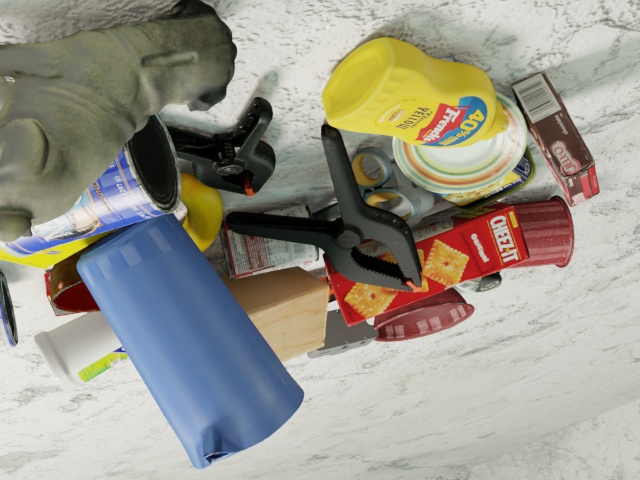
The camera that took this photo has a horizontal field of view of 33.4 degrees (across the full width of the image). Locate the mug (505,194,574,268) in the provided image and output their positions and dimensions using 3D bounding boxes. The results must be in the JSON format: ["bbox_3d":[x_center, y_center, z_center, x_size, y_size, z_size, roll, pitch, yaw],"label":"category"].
[{"bbox_3d":[0.261,-0.011,1.354,0.081,0.093,0.117,-5,-165,-11],"label":"mug"}]

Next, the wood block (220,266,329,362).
[{"bbox_3d":[-0.099,0.098,1.228,0.205,0.091,0.090,-18,123,-38],"label":"wood block"}]

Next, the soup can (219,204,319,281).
[{"bbox_3d":[-0.058,0.001,1.184,0.102,0.068,0.068,-12,160,-6],"label":"soup can"}]

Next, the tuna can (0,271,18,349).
[{"bbox_3d":[-0.355,0.077,1.162,0.033,0.086,0.086,-12,160,-11],"label":"tuna can"}]

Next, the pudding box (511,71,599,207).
[{"bbox_3d":[0.232,-0.098,1.049,0.039,0.113,0.090,-25,158,8],"label":"pudding box"}]

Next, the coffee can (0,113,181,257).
[{"bbox_3d":[-0.201,-0.053,0.885,0.140,0.103,0.102,-16,160,14],"label":"coffee can"}]

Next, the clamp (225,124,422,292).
[{"bbox_3d":[0.018,-0.008,1.094,0.165,0.036,0.209,-33,118,30],"label":"clamp"}]

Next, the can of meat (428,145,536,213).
[{"bbox_3d":[0.165,-0.078,1.139,0.102,0.057,0.083,-26,154,27],"label":"can of meat"}]

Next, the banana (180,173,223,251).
[{"bbox_3d":[-0.134,-0.020,1.111,0.069,0.037,0.198,-22,162,-27],"label":"banana"}]

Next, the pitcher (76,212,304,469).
[{"bbox_3d":[-0.129,0.089,1.061,0.144,0.243,0.149,-35,-170,-20],"label":"pitcher"}]

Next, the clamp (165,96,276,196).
[{"bbox_3d":[-0.078,-0.084,0.984,0.120,0.039,0.171,-8,164,19],"label":"clamp"}]

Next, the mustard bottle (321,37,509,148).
[{"bbox_3d":[0.101,-0.123,0.960,0.191,0.058,0.096,9,145,-39],"label":"mustard bottle"}]

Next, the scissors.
[{"bbox_3d":[0.027,-0.055,1.145,0.016,0.096,0.202,-37,-155,-33],"label":"scissors"}]

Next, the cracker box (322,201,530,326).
[{"bbox_3d":[0.114,0.021,1.222,0.213,0.072,0.164,-20,-173,0],"label":"cracker box"}]

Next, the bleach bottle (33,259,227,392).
[{"bbox_3d":[-0.205,0.087,1.256,0.250,0.068,0.102,-29,166,-12],"label":"bleach bottle"}]

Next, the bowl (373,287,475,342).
[{"bbox_3d":[0.145,0.100,1.591,0.162,0.055,0.162,-12,160,-5],"label":"bowl"}]
